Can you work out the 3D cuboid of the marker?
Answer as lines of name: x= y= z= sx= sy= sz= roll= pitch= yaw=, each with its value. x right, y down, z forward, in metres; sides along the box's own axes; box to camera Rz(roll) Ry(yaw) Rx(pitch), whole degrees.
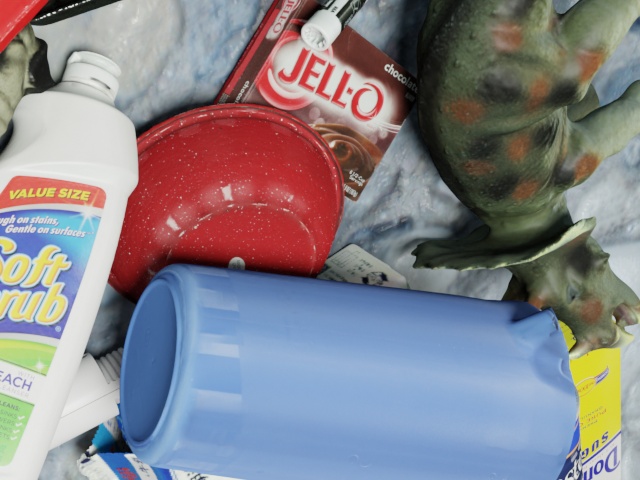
marker: x=0.027 y=-0.156 z=0.639 sx=0.121 sy=0.020 sz=0.020 roll=-54 pitch=133 yaw=-33

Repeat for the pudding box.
pudding box: x=-0.001 y=-0.089 z=0.668 sx=0.113 sy=0.039 sz=0.090 roll=29 pitch=93 yaw=-38

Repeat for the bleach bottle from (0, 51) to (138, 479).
bleach bottle: x=-0.163 y=0.014 z=0.555 sx=0.102 sy=0.068 sz=0.250 roll=20 pitch=72 yaw=-15

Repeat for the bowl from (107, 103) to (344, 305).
bowl: x=-0.054 y=0.001 z=0.638 sx=0.162 sy=0.055 sz=0.162 roll=-11 pitch=129 yaw=-14

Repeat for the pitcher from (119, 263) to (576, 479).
pitcher: x=0.010 y=0.091 z=0.619 sx=0.242 sy=0.145 sz=0.149 roll=11 pitch=88 yaw=-26
